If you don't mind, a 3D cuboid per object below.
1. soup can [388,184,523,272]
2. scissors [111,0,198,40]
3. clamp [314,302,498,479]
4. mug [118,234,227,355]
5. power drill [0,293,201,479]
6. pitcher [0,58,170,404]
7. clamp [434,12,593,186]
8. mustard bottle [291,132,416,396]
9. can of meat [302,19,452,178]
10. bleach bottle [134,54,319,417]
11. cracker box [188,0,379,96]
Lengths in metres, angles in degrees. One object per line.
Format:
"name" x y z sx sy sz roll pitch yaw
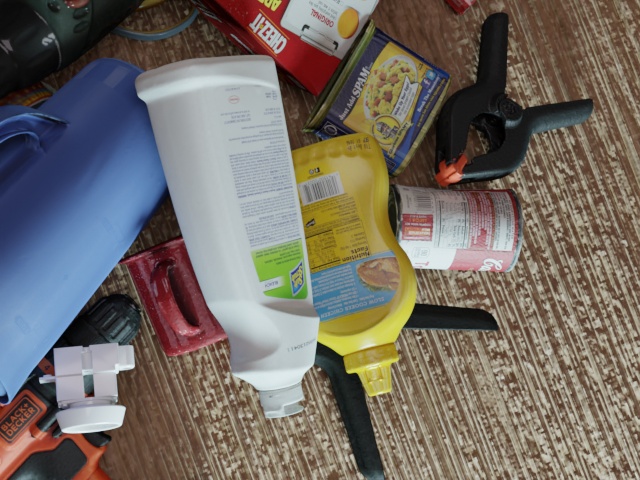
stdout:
"soup can" 0.103 -0.010 0.857 0.102 0.068 0.068 2 84 -10
"scissors" -0.199 -0.190 0.846 0.201 0.016 0.096 -9 85 -11
"clamp" 0.029 0.064 0.851 0.164 0.036 0.210 -44 91 -10
"mug" -0.096 0.037 0.795 0.093 0.117 0.081 -21 94 9
"power drill" -0.156 0.158 0.801 0.187 0.057 0.184 44 83 -1
"pitcher" -0.197 -0.022 0.745 0.145 0.149 0.242 43 62 -12
"clamp" 0.141 -0.112 0.872 0.120 0.039 0.171 48 57 6
"mustard bottle" 0.021 0.022 0.805 0.096 0.058 0.191 -16 80 10
"can of meat" 0.048 -0.112 0.863 0.084 0.057 0.102 31 81 -8
"bleach bottle" -0.055 0.001 0.745 0.102 0.068 0.251 -15 95 -48
"cracker box" -0.009 -0.245 0.808 0.213 0.072 0.164 -57 139 -4
